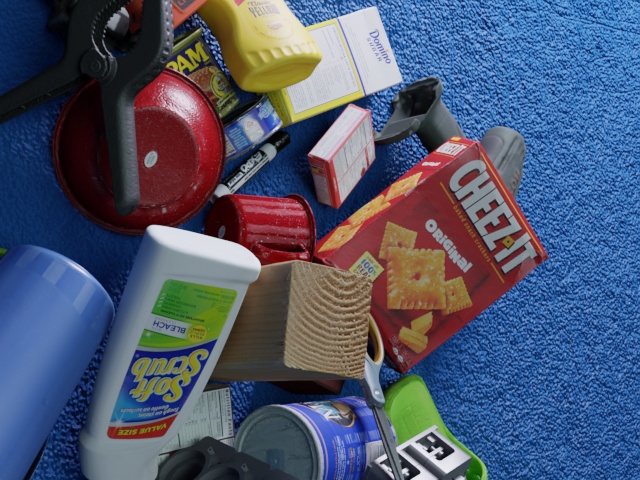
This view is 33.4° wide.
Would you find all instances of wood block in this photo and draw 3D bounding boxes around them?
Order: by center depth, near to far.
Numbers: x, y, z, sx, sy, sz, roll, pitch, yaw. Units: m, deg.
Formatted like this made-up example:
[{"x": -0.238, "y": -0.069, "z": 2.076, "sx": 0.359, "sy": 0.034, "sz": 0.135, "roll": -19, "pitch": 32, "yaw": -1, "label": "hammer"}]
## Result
[{"x": -0.056, "y": 0.078, "z": 0.969, "sx": 0.090, "sy": 0.207, "sz": 0.091, "roll": 14, "pitch": 75, "yaw": -37, "label": "wood block"}]

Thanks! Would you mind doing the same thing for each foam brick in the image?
[{"x": -0.014, "y": 0.124, "z": 1.080, "sx": 0.053, "sy": 0.078, "sz": 0.051, "roll": 32, "pitch": 65, "yaw": -34, "label": "foam brick"}]

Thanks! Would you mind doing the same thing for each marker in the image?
[{"x": -0.071, "y": -0.076, "z": 1.100, "sx": 0.121, "sy": 0.020, "sz": 0.020, "roll": -46, "pitch": 112, "yaw": -33, "label": "marker"}]

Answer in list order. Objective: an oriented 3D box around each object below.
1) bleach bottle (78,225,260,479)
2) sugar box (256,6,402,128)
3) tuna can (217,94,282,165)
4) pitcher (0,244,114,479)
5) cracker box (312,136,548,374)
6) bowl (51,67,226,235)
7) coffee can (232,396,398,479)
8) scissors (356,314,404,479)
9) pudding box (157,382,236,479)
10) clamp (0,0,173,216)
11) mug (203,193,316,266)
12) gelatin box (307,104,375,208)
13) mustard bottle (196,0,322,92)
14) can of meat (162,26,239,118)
[{"x": -0.139, "y": 0.118, "z": 0.911, "sx": 0.102, "sy": 0.068, "sz": 0.251, "roll": 14, "pitch": 103, "yaw": -26, "label": "bleach bottle"}, {"x": 0.004, "y": -0.188, "z": 1.159, "sx": 0.175, "sy": 0.048, "sz": 0.093, "roll": -25, "pitch": 97, "yaw": -41, "label": "sugar box"}, {"x": -0.082, "y": -0.108, "z": 1.053, "sx": 0.086, "sy": 0.086, "sz": 0.033, "roll": -42, "pitch": 109, "yaw": -34, "label": "tuna can"}, {"x": -0.266, "y": 0.131, "z": 0.857, "sx": 0.145, "sy": 0.149, "sz": 0.242, "roll": 37, "pitch": 58, "yaw": -13, "label": "pitcher"}, {"x": 0.118, "y": 0.016, "z": 1.154, "sx": 0.213, "sy": 0.072, "sz": 0.164, "roll": -37, "pitch": 108, "yaw": -8, "label": "cracker box"}, {"x": -0.159, "y": -0.079, "z": 0.965, "sx": 0.162, "sy": 0.055, "sz": 0.162, "roll": -4, "pitch": 103, "yaw": -17, "label": "bowl"}, {"x": -0.003, "y": 0.207, "z": 1.038, "sx": 0.140, "sy": 0.103, "sz": 0.103, "roll": 6, "pitch": 80, "yaw": -55, "label": "coffee can"}, {"x": 0.037, "y": 0.138, "z": 1.024, "sx": 0.096, "sy": 0.016, "sz": 0.202, "roll": 32, "pitch": 34, "yaw": -32, "label": "scissors"}, {"x": -0.134, "y": 0.186, "z": 1.001, "sx": 0.113, "sy": 0.039, "sz": 0.090, "roll": -5, "pitch": 88, "yaw": -41, "label": "pudding box"}, {"x": -0.178, "y": -0.136, "z": 0.903, "sx": 0.164, "sy": 0.036, "sz": 0.210, "roll": 37, "pitch": 99, "yaw": 7, "label": "clamp"}, {"x": -0.057, "y": 0.001, "z": 1.043, "sx": 0.081, "sy": 0.117, "sz": 0.093, "roll": 4, "pitch": 108, "yaw": -33, "label": "mug"}, {"x": 0.024, "y": -0.091, "z": 1.150, "sx": 0.089, "sy": 0.030, "sz": 0.073, "roll": -53, "pitch": 150, "yaw": -30, "label": "gelatin box"}, {"x": -0.082, "y": -0.239, "z": 1.062, "sx": 0.096, "sy": 0.058, "sz": 0.192, "roll": -19, "pitch": 70, "yaw": -37, "label": "mustard bottle"}, {"x": -0.137, "y": -0.145, "z": 1.033, "sx": 0.102, "sy": 0.058, "sz": 0.084, "roll": -44, "pitch": 113, "yaw": -34, "label": "can of meat"}]
